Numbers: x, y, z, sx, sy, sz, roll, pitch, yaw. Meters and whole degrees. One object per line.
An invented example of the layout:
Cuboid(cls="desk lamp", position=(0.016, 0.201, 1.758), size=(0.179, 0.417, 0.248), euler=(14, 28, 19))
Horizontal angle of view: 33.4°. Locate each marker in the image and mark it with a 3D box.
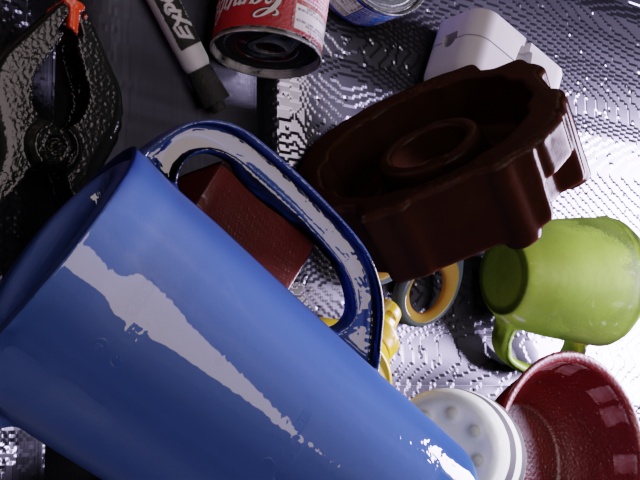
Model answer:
Cuboid(cls="marker", position=(-0.087, -0.131, 0.631), size=(0.020, 0.020, 0.121), euler=(-35, 105, -36))

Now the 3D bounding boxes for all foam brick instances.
Cuboid(cls="foam brick", position=(-0.054, 0.001, 0.615), size=(0.078, 0.053, 0.051), euler=(40, 61, -25))

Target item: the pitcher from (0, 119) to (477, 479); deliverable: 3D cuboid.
Cuboid(cls="pitcher", position=(-0.036, 0.070, 0.508), size=(0.242, 0.149, 0.145), euler=(40, 34, -18))

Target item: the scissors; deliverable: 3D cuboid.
Cuboid(cls="scissors", position=(0.106, -0.016, 0.732), size=(0.201, 0.016, 0.096), euler=(-31, 112, -20))

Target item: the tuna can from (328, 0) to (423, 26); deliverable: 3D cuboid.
Cuboid(cls="tuna can", position=(0.033, -0.190, 0.724), size=(0.085, 0.034, 0.086), euler=(7, 79, -37))

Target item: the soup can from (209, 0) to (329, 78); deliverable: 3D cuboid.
Cuboid(cls="soup can", position=(-0.027, -0.159, 0.651), size=(0.068, 0.069, 0.102), euler=(16, 73, -35))

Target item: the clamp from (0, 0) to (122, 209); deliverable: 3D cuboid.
Cuboid(cls="clamp", position=(-0.139, -0.039, 0.567), size=(0.120, 0.039, 0.171), euler=(25, 75, -39))

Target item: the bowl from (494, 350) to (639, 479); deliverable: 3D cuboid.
Cuboid(cls="bowl", position=(0.159, 0.160, 0.751), size=(0.161, 0.055, 0.162), euler=(7, 79, -37))
